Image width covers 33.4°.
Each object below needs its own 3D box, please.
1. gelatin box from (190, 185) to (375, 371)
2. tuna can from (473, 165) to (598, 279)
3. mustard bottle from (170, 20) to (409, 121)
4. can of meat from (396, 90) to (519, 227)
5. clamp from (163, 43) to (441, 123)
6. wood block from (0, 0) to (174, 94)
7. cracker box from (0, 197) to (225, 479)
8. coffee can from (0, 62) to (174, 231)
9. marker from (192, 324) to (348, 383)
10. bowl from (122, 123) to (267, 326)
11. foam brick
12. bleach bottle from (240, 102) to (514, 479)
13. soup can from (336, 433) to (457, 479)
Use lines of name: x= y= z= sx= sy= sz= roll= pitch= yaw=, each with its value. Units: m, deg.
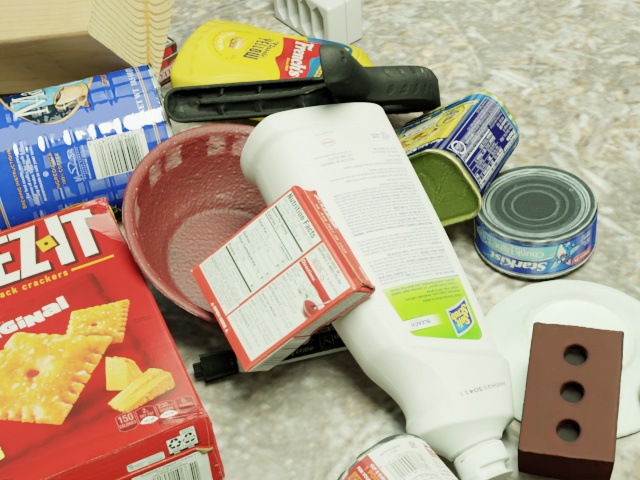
gelatin box: x=-0.023 y=0.023 z=0.623 sx=0.089 sy=0.030 sz=0.073 roll=-38 pitch=69 yaw=19
tuna can: x=0.149 y=-0.015 z=0.743 sx=0.086 sy=0.034 sz=0.086 roll=-5 pitch=42 yaw=4
mustard bottle: x=-0.017 y=-0.128 z=0.861 sx=0.192 sy=0.058 sz=0.096 roll=14 pitch=42 yaw=18
can of meat: x=0.082 y=-0.054 z=0.754 sx=0.102 sy=0.057 sz=0.083 roll=-19 pitch=25 yaw=46
clamp: x=0.020 y=-0.105 z=0.737 sx=0.209 sy=0.036 sz=0.165 roll=-5 pitch=0 yaw=-38
wood block: x=-0.229 y=-0.177 z=0.852 sx=0.206 sy=0.090 sz=0.091 roll=0 pitch=72 yaw=29
cracker box: x=-0.174 y=0.080 z=0.655 sx=0.164 sy=0.072 sz=0.214 roll=-20 pitch=46 yaw=-15
coffee can: x=-0.180 y=-0.064 z=0.779 sx=0.140 sy=0.103 sz=0.103 roll=-15 pitch=45 yaw=-11
marker: x=-0.022 y=0.070 z=0.687 sx=0.121 sy=0.020 sz=0.020 roll=-12 pitch=45 yaw=-8
bowl: x=-0.055 y=0.001 z=0.715 sx=0.162 sy=0.055 sz=0.162 roll=9 pitch=55 yaw=-12
foam brick: x=0.142 y=0.094 z=0.609 sx=0.053 sy=0.051 sz=0.078 roll=5 pitch=66 yaw=13
bleach bottle: x=0.042 y=0.034 z=0.650 sx=0.102 sy=0.068 sz=0.251 roll=-11 pitch=63 yaw=-28
soup can: x=0.058 y=0.158 z=0.556 sx=0.068 sy=0.068 sz=0.102 roll=-26 pitch=48 yaw=-20
